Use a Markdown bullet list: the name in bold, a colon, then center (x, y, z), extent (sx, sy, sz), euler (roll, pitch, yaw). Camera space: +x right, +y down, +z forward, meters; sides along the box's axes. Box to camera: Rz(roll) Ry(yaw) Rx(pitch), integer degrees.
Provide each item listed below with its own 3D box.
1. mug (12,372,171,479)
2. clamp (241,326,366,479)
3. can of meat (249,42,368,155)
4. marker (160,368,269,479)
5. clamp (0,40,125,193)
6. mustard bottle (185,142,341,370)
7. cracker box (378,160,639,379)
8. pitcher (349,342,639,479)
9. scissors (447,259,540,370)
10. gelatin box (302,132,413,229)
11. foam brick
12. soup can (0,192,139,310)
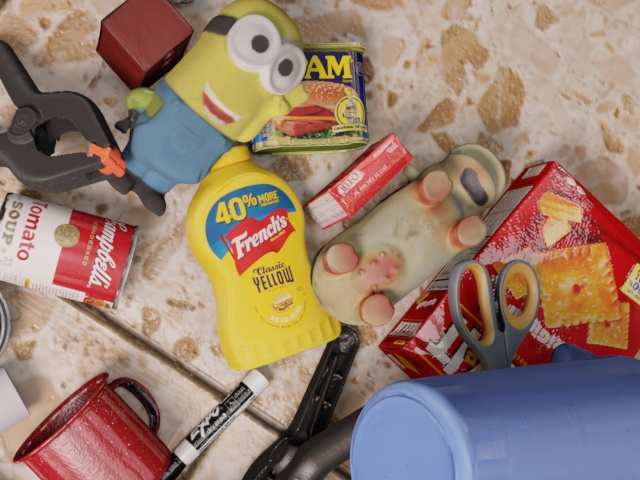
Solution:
- **mug**: center (-0.162, 0.153, 0.805), extent (0.081, 0.093, 0.117), euler (49, 39, -10)
- **clamp**: center (-0.017, 0.164, 0.830), extent (0.036, 0.164, 0.210), euler (37, 100, -17)
- **can of meat**: center (-0.012, -0.116, 0.881), extent (0.102, 0.057, 0.084), euler (-3, 88, -15)
- **marker**: center (-0.089, 0.151, 0.852), extent (0.121, 0.020, 0.020), euler (-45, 96, -14)
- **clamp**: center (-0.215, -0.091, 0.800), extent (0.172, 0.039, 0.120), euler (11, 80, 21)
- **mustard bottle**: center (-0.055, 0.001, 0.856), extent (0.096, 0.058, 0.191), euler (-18, 88, -21)
- **cracker box**: center (0.182, 0.064, 0.904), extent (0.164, 0.072, 0.213), euler (43, 77, -7)
- **pitcher**: center (0.144, 0.156, 0.733), extent (0.242, 0.149, 0.145), euler (4, 102, -40)
- **scissors**: center (0.153, 0.103, 0.847), extent (0.096, 0.016, 0.202), euler (-26, 105, -29)
- **gelatin box**: center (0.029, -0.047, 0.866), extent (0.073, 0.089, 0.030), euler (-42, 94, -15)
- **foam brick**: center (-0.139, -0.157, 0.840), extent (0.053, 0.078, 0.051), euler (-43, 94, -15)
- **soup can**: center (-0.197, 0.008, 0.814), extent (0.102, 0.069, 0.068), euler (16, 81, -12)
